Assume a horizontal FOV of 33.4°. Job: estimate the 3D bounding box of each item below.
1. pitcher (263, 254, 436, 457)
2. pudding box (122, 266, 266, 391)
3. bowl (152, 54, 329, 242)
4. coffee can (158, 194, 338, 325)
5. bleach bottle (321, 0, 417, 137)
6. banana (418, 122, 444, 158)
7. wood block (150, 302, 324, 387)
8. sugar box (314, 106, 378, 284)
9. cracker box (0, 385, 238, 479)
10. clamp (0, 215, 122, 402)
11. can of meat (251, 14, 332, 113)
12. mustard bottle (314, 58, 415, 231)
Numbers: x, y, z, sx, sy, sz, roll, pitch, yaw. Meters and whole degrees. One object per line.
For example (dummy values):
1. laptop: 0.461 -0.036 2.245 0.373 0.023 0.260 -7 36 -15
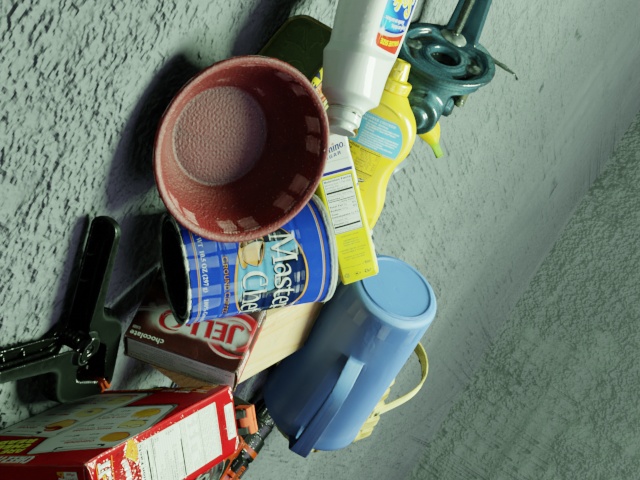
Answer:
1. pitcher: 0.034 0.138 1.253 0.144 0.149 0.243 -4 141 -34
2. pudding box: -0.116 0.082 1.000 0.039 0.113 0.090 100 9 -46
3. bowl: -0.075 -0.082 0.907 0.161 0.055 0.162 -11 114 -26
4. coffee can: -0.067 0.016 0.974 0.140 0.103 0.103 -9 138 -20
5. bleach bottle: 0.052 -0.212 0.956 0.102 0.068 0.251 36 68 -67
6. banana: 0.111 -0.143 1.339 0.037 0.069 0.197 -26 169 28
7. wood block: -0.087 0.086 1.147 0.205 0.091 0.090 -22 140 -61
8. sugar box: 0.016 -0.052 1.100 0.048 0.093 0.176 -18 122 -1
9. cracker box: -0.193 0.187 0.916 0.213 0.164 0.072 -20 103 -62
10. clamp: -0.207 0.077 0.915 0.164 0.036 0.210 -55 163 -16
11. can of meat: -0.027 -0.145 0.996 0.102 0.057 0.084 -52 162 -18
12. mustard bottle: 0.051 -0.110 1.180 0.192 0.096 0.058 -65 174 19
